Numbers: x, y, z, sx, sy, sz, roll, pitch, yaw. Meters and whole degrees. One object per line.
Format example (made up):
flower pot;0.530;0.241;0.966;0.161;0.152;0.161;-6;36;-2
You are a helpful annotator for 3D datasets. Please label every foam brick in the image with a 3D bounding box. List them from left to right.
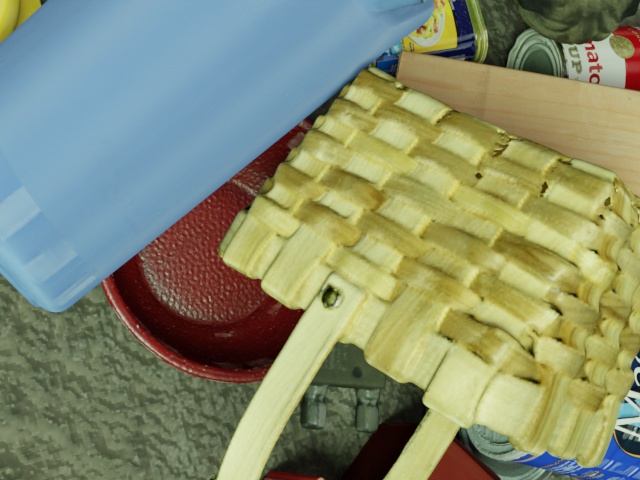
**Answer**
foam brick;0.054;0.141;0.615;0.053;0.078;0.051;42;68;-10

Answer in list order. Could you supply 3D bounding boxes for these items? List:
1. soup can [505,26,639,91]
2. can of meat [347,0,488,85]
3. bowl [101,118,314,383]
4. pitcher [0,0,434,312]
soup can;0.185;-0.111;0.721;0.102;0.069;0.068;-5;83;-24
can of meat;0.048;-0.149;0.674;0.083;0.058;0.102;-13;86;-23
bowl;-0.054;0.001;0.603;0.161;0.055;0.162;4;79;-23
pitcher;-0.078;-0.087;0.516;0.242;0.149;0.145;-43;92;-11
